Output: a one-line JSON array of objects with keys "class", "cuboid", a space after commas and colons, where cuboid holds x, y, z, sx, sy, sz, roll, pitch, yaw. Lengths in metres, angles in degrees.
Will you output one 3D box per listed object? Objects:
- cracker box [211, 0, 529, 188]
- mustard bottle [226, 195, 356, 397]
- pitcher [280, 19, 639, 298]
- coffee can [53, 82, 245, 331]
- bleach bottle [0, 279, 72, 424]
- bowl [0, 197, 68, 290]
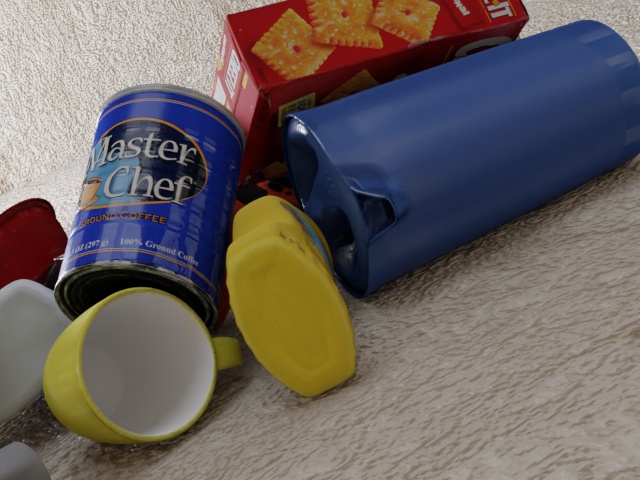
[{"class": "cracker box", "cuboid": [0.028, -0.123, 0.804, 0.213, 0.072, 0.164, -17, -18, -18]}, {"class": "mustard bottle", "cuboid": [-0.020, 0.021, 0.665, 0.058, 0.096, 0.191, -30, 13, 4]}, {"class": "pitcher", "cuboid": [0.100, -0.067, 0.754, 0.242, 0.145, 0.149, -23, 58, -14]}, {"class": "coffee can", "cuboid": [-0.108, -0.016, 0.696, 0.103, 0.102, 0.140, -15, 52, 29]}, {"class": "bleach bottle", "cuboid": [-0.224, 0.073, 0.818, 0.102, 0.068, 0.251, -45, 7, -5]}, {"class": "bowl", "cuboid": [-0.284, 0.042, 1.013, 0.162, 0.055, 0.162, -56, -12, -18]}]
